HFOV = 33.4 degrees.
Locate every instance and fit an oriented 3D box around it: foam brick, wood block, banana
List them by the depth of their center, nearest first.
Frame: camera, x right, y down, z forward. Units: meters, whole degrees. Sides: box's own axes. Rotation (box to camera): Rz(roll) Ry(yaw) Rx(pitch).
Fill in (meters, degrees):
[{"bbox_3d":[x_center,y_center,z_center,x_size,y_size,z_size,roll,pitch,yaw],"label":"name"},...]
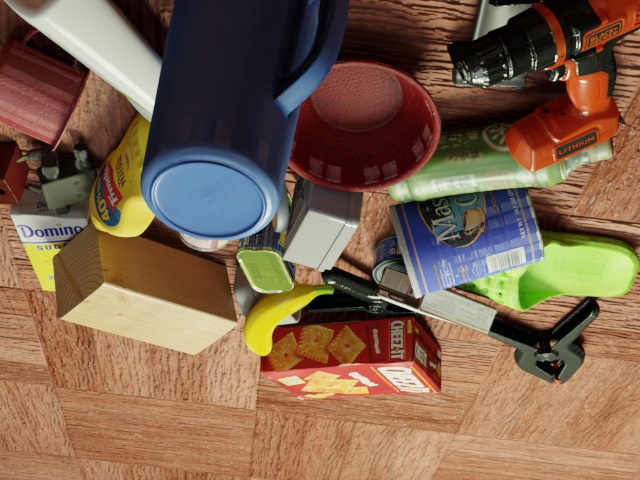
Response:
[{"bbox_3d":[-0.373,-0.075,1.189,0.078,0.051,0.053,1,148,8],"label":"foam brick"},{"bbox_3d":[-0.210,0.062,1.295,0.090,0.091,0.205,-36,142,30],"label":"wood block"},{"bbox_3d":[-0.057,0.099,1.321,0.069,0.037,0.198,20,145,-20],"label":"banana"}]

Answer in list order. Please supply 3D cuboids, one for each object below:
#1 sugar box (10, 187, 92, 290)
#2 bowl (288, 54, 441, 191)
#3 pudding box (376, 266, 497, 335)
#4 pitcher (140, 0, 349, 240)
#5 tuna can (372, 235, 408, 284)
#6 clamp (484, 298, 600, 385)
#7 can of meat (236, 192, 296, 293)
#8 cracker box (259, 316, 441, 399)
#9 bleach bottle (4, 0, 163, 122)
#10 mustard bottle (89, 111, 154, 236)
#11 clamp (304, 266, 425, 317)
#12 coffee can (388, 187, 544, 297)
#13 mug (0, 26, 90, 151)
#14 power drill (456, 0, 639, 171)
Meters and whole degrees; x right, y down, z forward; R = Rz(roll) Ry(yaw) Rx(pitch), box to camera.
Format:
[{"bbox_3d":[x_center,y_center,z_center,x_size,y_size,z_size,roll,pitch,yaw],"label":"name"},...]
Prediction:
[{"bbox_3d":[-0.313,0.004,1.310,0.093,0.048,0.176,3,149,3],"label":"sugar box"},{"bbox_3d":[0.034,-0.122,1.024,0.162,0.055,0.162,2,136,2],"label":"bowl"},{"bbox_3d":[0.135,0.070,1.239,0.113,0.039,0.090,19,179,-32],"label":"pudding box"},{"bbox_3d":[-0.066,-0.125,0.876,0.145,0.242,0.149,12,141,-8],"label":"pitcher"},{"bbox_3d":[0.105,0.029,1.290,0.086,0.033,0.086,4,148,3],"label":"tuna can"},{"bbox_3d":[0.291,0.140,1.432,0.165,0.036,0.210,-3,147,14],"label":"clamp"},{"bbox_3d":[-0.058,0.002,1.227,0.057,0.084,0.102,-3,147,13],"label":"can of meat"},{"bbox_3d":[0.045,0.166,1.462,0.214,0.072,0.164,-6,158,19],"label":"cracker box"},{"bbox_3d":[-0.183,-0.169,0.982,0.068,0.103,0.250,-47,143,0],"label":"bleach bottle"},{"bbox_3d":[-0.203,-0.058,1.144,0.058,0.096,0.192,0,156,-33],"label":"mustard bottle"},{"bbox_3d":[0.062,0.075,1.368,0.171,0.039,0.120,14,160,-17],"label":"clamp"},{"bbox_3d":[0.153,-0.007,1.126,0.140,0.103,0.103,-17,145,5],"label":"coffee can"},{"bbox_3d":[-0.271,-0.154,1.023,0.081,0.093,0.117,24,113,-18],"label":"mug"},{"bbox_3d":[0.203,-0.139,0.928,0.184,0.057,0.187,-23,151,-6],"label":"power drill"}]
